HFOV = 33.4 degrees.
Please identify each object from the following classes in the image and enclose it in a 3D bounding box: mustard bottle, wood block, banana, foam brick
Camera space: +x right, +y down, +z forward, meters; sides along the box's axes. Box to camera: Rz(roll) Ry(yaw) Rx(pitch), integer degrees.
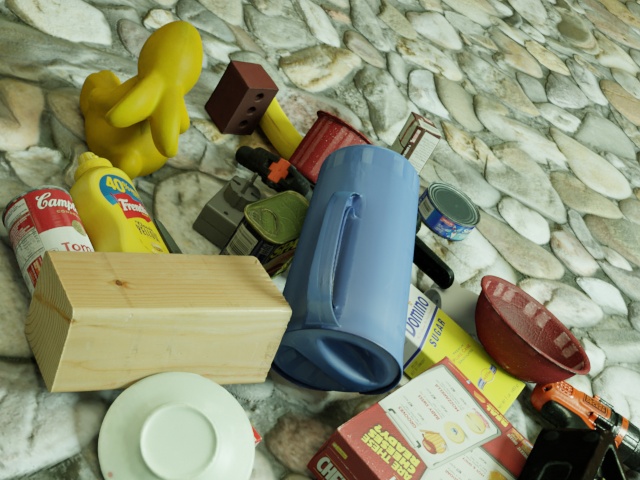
[{"bbox_3d":[-0.201,-0.016,1.058,0.096,0.058,0.192,30,24,-55],"label":"mustard bottle"},{"bbox_3d":[-0.144,0.070,0.951,0.205,0.090,0.091,3,33,-33],"label":"wood block"},{"bbox_3d":[-0.052,-0.148,1.386,0.198,0.037,0.069,55,16,23],"label":"banana"},{"bbox_3d":[-0.099,-0.179,1.339,0.052,0.078,0.051,-4,49,-44],"label":"foam brick"}]

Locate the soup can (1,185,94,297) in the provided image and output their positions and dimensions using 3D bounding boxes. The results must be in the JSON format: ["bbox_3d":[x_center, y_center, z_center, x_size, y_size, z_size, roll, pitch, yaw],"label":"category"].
[{"bbox_3d":[-0.246,0.009,0.986,0.068,0.069,0.102,1,48,-41],"label":"soup can"}]

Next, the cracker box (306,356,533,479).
[{"bbox_3d":[0.111,0.222,1.041,0.164,0.072,0.213,46,36,16],"label":"cracker box"}]

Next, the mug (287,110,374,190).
[{"bbox_3d":[0.020,-0.092,1.308,0.117,0.081,0.093,37,-7,-22],"label":"mug"}]

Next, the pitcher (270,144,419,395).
[{"bbox_3d":[0.031,0.019,1.064,0.144,0.149,0.242,27,54,-22],"label":"pitcher"}]

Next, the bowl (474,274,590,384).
[{"bbox_3d":[0.232,0.113,1.232,0.162,0.055,0.162,33,20,-14],"label":"bowl"}]

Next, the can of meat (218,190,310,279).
[{"bbox_3d":[-0.058,0.001,1.148,0.057,0.084,0.101,46,35,14],"label":"can of meat"}]

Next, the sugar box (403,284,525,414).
[{"bbox_3d":[0.139,0.132,1.199,0.176,0.048,0.093,44,33,9],"label":"sugar box"}]

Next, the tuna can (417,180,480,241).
[{"bbox_3d":[0.173,-0.040,1.451,0.086,0.034,0.086,24,35,-18],"label":"tuna can"}]

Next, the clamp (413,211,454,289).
[{"bbox_3d":[0.071,-0.017,1.316,0.164,0.036,0.210,12,29,-12],"label":"clamp"}]

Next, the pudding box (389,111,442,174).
[{"bbox_3d":[0.118,-0.118,1.420,0.039,0.090,0.113,28,14,-6],"label":"pudding box"}]

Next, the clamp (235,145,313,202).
[{"bbox_3d":[-0.057,-0.081,1.235,0.120,0.039,0.171,29,-5,6],"label":"clamp"}]

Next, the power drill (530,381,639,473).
[{"bbox_3d":[0.311,0.252,1.198,0.184,0.057,0.187,32,31,1],"label":"power drill"}]
